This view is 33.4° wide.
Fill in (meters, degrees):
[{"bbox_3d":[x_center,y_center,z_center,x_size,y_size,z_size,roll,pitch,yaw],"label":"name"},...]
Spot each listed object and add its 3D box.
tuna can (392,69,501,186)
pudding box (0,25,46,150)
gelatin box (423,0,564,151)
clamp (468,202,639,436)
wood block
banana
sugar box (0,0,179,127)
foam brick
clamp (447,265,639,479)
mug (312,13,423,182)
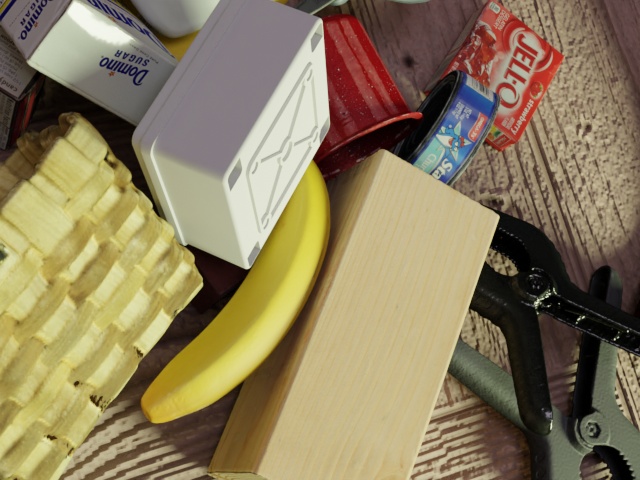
[{"bbox_3d":[0.082,-0.071,0.716,0.033,0.086,0.086,32,67,-10],"label":"tuna can"},{"bbox_3d":[-0.212,-0.106,0.606,0.113,0.090,0.039,31,67,-11],"label":"pudding box"},{"bbox_3d":[0.128,-0.122,0.778,0.073,0.030,0.089,37,66,-9],"label":"gelatin box"},{"bbox_3d":[0.149,0.038,0.708,0.120,0.039,0.171,-14,61,-25],"label":"clamp"},{"bbox_3d":[0.021,0.062,0.650,0.090,0.090,0.206,28,69,-16],"label":"wood block"},{"bbox_3d":[-0.037,0.020,0.614,0.070,0.037,0.197,13,65,13],"label":"banana"},{"bbox_3d":[-0.146,-0.134,0.589,0.048,0.176,0.093,-52,140,8],"label":"sugar box"},{"bbox_3d":[-0.054,0.001,0.660,0.078,0.053,0.051,-36,91,-25],"label":"foam brick"},{"bbox_3d":[0.181,0.123,0.730,0.164,0.036,0.210,-24,82,-25],"label":"clamp"},{"bbox_3d":[0.013,-0.094,0.701,0.117,0.093,0.081,-16,76,-56],"label":"mug"}]
